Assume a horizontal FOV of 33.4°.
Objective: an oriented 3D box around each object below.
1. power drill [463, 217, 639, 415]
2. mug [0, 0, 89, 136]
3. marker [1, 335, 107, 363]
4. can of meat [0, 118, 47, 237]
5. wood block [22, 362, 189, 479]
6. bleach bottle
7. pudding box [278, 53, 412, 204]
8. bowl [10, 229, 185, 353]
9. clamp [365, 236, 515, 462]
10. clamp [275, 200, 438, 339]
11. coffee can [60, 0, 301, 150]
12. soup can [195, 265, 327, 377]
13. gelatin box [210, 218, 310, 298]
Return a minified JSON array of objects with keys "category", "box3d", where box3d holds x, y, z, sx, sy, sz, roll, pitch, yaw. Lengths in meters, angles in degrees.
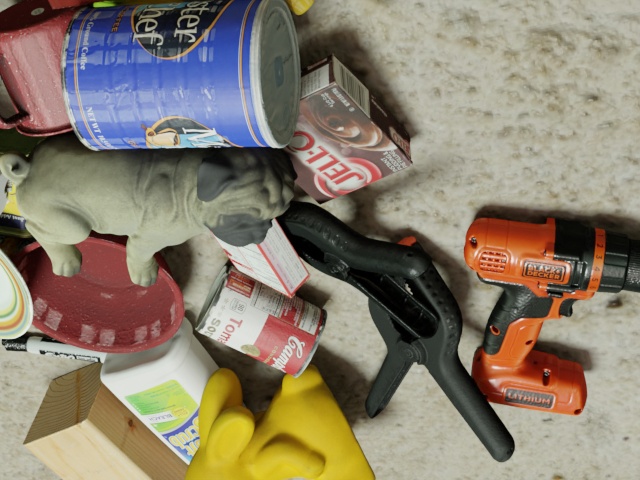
[{"category":"power drill","box3d":[0.208,0.066,0.916,0.184,0.057,0.188,9,128,9]},{"category":"mug","box3d":[-0.210,-0.130,0.803,0.093,0.117,0.081,15,134,41]},{"category":"marker","box3d":[-0.262,0.108,1.072,0.121,0.020,0.020,7,131,7]},{"category":"can of meat","box3d":[-0.282,-0.057,0.914,0.102,0.057,0.084,10,129,3]},{"category":"wood block","box3d":[-0.196,0.230,1.115,0.090,0.090,0.206,-23,121,27]},{"category":"bleach bottle","box3d":[-0.109,0.187,1.081,0.103,0.068,0.250,-20,126,25]},{"category":"pudding box","box3d":[0.006,-0.083,0.828,0.090,0.039,0.113,-23,135,27]},{"category":"bowl","box3d":[-0.198,0.033,0.964,0.162,0.055,0.162,4,138,3]},{"category":"clamp","box3d":[0.097,0.098,0.942,0.165,0.036,0.210,18,128,38]},{"category":"clamp","box3d":[0.026,0.010,0.868,0.171,0.039,0.120,31,152,16]},{"category":"coffee can","box3d":[-0.094,-0.115,0.743,0.140,0.102,0.103,0,130,14]},{"category":"soup can","box3d":[-0.054,0.073,0.968,0.102,0.068,0.069,26,130,-10]},{"category":"gelatin box","box3d":[-0.056,0.001,0.902,0.073,0.030,0.089,23,155,42]}]
